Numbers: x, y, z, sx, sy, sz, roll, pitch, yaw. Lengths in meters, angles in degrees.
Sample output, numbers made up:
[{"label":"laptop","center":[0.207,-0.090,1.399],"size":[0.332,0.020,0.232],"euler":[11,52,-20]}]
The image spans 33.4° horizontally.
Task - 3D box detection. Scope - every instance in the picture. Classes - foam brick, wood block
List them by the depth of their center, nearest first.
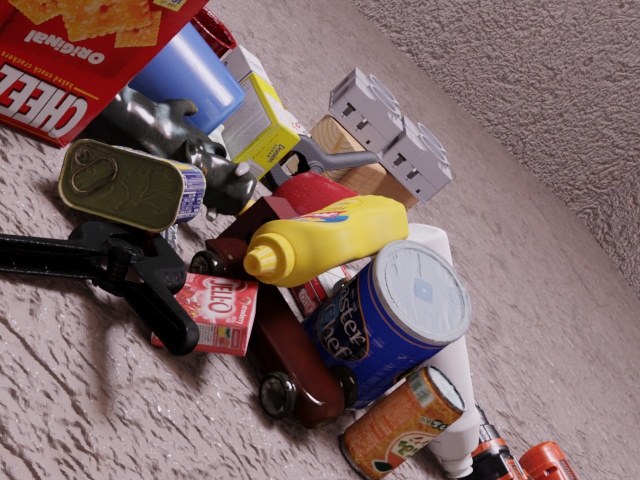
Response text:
[{"label":"foam brick","center":[-0.057,0.001,1.034],"size":[0.053,0.078,0.051],"euler":[53,16,17]},{"label":"wood block","center":[0.052,-0.090,1.491],"size":[0.090,0.091,0.205],"euler":[56,18,26]}]

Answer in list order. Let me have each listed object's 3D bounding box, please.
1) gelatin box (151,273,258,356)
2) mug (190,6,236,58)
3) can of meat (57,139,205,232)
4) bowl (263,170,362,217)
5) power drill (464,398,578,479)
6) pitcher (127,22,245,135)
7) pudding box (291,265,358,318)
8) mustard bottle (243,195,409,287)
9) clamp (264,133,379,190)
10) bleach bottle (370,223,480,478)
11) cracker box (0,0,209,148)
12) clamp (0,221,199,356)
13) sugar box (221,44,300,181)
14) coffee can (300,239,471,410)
[{"label":"gelatin box","center":[-0.090,0.056,0.847],"size":[0.073,0.030,0.089],"euler":[8,21,0]},{"label":"mug","center":[-0.167,-0.250,1.331],"size":[0.093,0.082,0.117],"euler":[36,20,-34]},{"label":"can of meat","center":[-0.152,-0.046,0.882],"size":[0.102,0.057,0.084],"euler":[16,6,7]},{"label":"bowl","center":[0.016,-0.036,1.234],"size":[0.162,0.055,0.162],"euler":[27,1,-1]},{"label":"power drill","center":[0.212,0.250,1.155],"size":[0.187,0.057,0.184],"euler":[20,38,-51]},{"label":"pitcher","center":[-0.196,-0.202,1.100],"size":[0.243,0.145,0.149],"euler":[48,29,-9]},{"label":"pudding box","center":[0.013,0.058,1.146],"size":[0.113,0.039,0.090],"euler":[27,28,-45]},{"label":"mustard bottle","center":[-0.005,0.002,0.933],"size":[0.191,0.096,0.058],"euler":[-20,103,-56]},{"label":"clamp","center":[-0.012,-0.073,1.328],"size":[0.171,0.120,0.039],"euler":[15,-5,-26]},{"label":"bleach bottle","center":[0.110,0.113,1.065],"size":[0.103,0.068,0.251],"euler":[-160,-124,-72]},{"label":"cracker box","center":[-0.206,-0.185,0.855],"size":[0.164,0.214,0.072],"euler":[23,31,-53]},{"label":"clamp","center":[-0.142,0.025,0.784],"size":[0.164,0.036,0.210],"euler":[26,11,7]},{"label":"sugar box","center":[-0.092,-0.147,1.260],"size":[0.048,0.093,0.176],"euler":[35,21,-39]},{"label":"coffee can","center":[0.053,0.078,0.966],"size":[0.102,0.141,0.103],"euler":[21,47,-25]}]
